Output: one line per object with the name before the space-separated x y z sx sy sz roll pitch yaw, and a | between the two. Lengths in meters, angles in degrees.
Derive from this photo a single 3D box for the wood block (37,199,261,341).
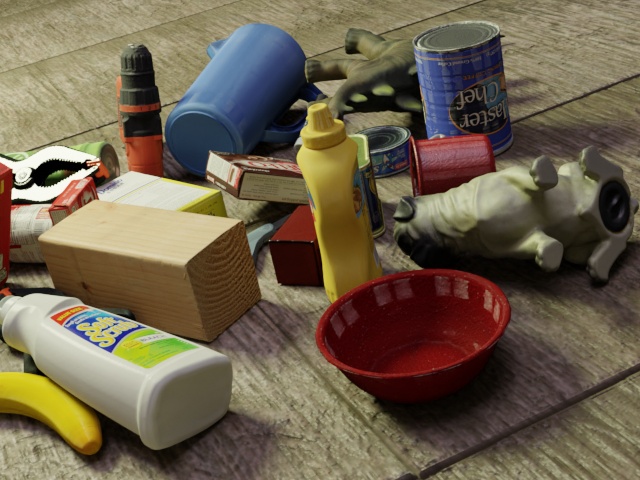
wood block | -0.173 0.026 1.072 0.206 0.091 0.090 8 33 35

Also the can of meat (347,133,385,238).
can of meat | 0.034 -0.058 1.155 0.057 0.084 0.102 -10 26 5

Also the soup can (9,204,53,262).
soup can | -0.330 -0.008 1.232 0.102 0.068 0.068 -1 29 20

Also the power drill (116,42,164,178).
power drill | -0.241 -0.175 1.412 0.057 0.184 0.188 -3 16 -9

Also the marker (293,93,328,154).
marker | -0.010 -0.156 1.410 0.020 0.020 0.121 -1 41 21

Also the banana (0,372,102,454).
banana | -0.256 0.148 0.936 0.198 0.037 0.069 2 48 29

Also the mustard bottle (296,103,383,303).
mustard bottle | 0.016 -0.037 1.000 0.058 0.191 0.096 -8 27 8

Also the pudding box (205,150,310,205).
pudding box | -0.064 -0.072 1.230 0.113 0.039 0.090 2 16 -32

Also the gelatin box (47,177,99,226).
gelatin box | -0.267 -0.016 1.195 0.030 0.089 0.073 -5 27 14

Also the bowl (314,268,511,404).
bowl | 0.079 0.087 0.884 0.162 0.055 0.162 -10 27 5

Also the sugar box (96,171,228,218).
sugar box | -0.201 -0.035 1.256 0.093 0.048 0.177 -31 29 -36

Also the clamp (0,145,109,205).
clamp | -0.365 -0.060 1.314 0.210 0.036 0.164 -5 58 14

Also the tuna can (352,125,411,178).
tuna can | 0.071 -0.109 1.293 0.086 0.034 0.086 -10 27 5

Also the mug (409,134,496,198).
mug | 0.141 -0.058 1.120 0.081 0.093 0.117 -7 58 1

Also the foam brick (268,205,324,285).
foam brick | -0.011 0.004 1.088 0.051 0.053 0.078 1 29 25

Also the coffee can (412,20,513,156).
coffee can | 0.170 -0.177 1.265 0.103 0.140 0.103 -10 27 5

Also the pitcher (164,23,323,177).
pitcher | -0.103 -0.181 1.424 0.149 0.145 0.242 -12 28 27

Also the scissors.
scissors | -0.058 0.001 1.155 0.201 0.016 0.096 -22 30 -18

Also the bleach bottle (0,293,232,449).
bleach bottle | -0.199 0.098 0.926 0.251 0.068 0.102 17 20 34

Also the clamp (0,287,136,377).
clamp | -0.277 0.090 1.053 0.172 0.039 0.120 11 32 39
